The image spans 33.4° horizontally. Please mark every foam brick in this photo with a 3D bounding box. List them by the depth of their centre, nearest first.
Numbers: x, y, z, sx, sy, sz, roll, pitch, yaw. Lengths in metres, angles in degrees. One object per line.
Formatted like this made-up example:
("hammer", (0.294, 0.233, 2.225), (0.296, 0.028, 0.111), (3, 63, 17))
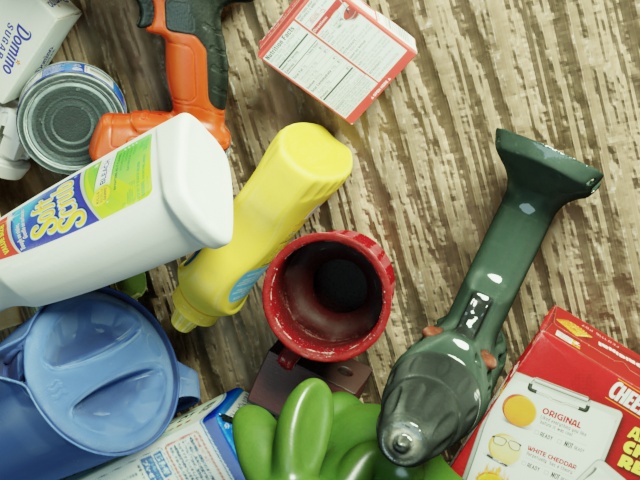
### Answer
("foam brick", (-0.008, 0.114, 0.843), (0.078, 0.053, 0.051), (25, 113, 11))

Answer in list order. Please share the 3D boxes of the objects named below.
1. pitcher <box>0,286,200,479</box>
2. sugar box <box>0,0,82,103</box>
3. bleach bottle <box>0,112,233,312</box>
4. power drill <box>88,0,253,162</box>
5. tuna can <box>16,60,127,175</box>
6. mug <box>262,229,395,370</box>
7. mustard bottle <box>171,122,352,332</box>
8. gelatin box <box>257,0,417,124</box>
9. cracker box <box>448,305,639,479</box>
("pitcher", (-0.225, 0.141, 0.880), (0.243, 0.144, 0.149), (-31, 104, 42))
("sugar box", (-0.281, -0.201, 0.835), (0.176, 0.048, 0.093), (42, 117, -2))
("bleach bottle", (-0.184, 0.003, 0.767), (0.251, 0.102, 0.068), (-25, 133, 19))
("power drill", (-0.127, -0.148, 0.776), (0.184, 0.057, 0.188), (5, 113, -6))
("tuna can", (-0.195, -0.095, 0.838), (0.086, 0.034, 0.086), (-4, 114, -10))
("mug", (0.005, 0.046, 0.790), (0.093, 0.081, 0.117), (31, 101, 6))
("mustard bottle", (-0.056, 0.001, 0.801), (0.058, 0.096, 0.192), (40, 116, 2))
("gelatin box", (0.012, -0.137, 0.754), (0.089, 0.030, 0.073), (34, 117, -19))
("cracker box", (0.183, 0.180, 0.781), (0.164, 0.072, 0.214), (32, 114, 9))
